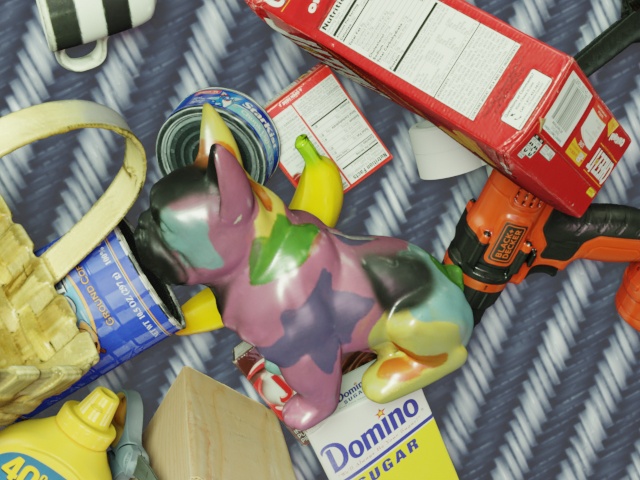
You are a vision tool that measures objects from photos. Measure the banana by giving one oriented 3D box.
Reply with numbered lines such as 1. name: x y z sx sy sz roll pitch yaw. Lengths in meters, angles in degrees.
1. banana: -0.037 0.005 0.783 0.069 0.037 0.198 24 119 -22

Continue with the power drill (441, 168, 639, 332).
1. power drill: 0.186 0.022 0.811 0.187 0.057 0.185 11 126 -17

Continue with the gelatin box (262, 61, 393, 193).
1. gelatin box: -0.001 -0.075 0.794 0.073 0.030 0.089 -37 107 0

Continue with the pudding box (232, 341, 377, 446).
1. pudding box: 0.002 0.089 0.823 0.113 0.039 0.090 -38 104 1

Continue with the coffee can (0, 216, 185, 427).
1. coffee can: -0.181 0.054 0.757 0.140 0.103 0.103 -30 104 -2

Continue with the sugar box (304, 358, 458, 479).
1. sugar box: 0.053 0.177 0.822 0.093 0.048 0.176 -26 122 -3

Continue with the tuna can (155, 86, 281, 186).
1. tuna can: -0.074 -0.064 0.764 0.086 0.033 0.086 8 122 13

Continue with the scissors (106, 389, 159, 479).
1. scissors: -0.134 0.168 0.737 0.016 0.202 0.096 17 102 -20

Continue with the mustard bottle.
1. mustard bottle: -0.196 0.179 0.717 0.096 0.058 0.191 36 94 -3

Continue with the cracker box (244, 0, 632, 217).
1. cracker box: 0.077 -0.107 0.681 0.214 0.164 0.072 35 97 28

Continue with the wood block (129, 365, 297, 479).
1. wood block: -0.076 0.176 0.743 0.090 0.206 0.091 29 96 -13
